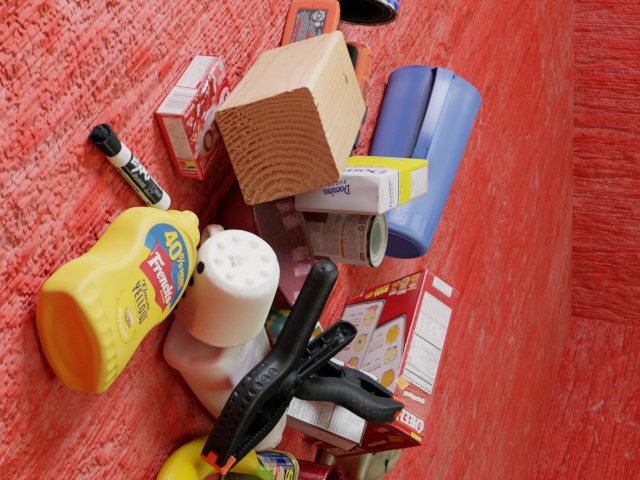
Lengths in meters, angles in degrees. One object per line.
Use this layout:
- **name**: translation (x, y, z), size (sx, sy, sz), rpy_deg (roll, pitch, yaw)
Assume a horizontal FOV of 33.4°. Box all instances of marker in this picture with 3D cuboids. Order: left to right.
- **marker**: translation (-0.152, -0.057, 0.854), size (0.121, 0.020, 0.020), rpy_deg (58, 43, -59)

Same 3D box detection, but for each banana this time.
- **banana**: translation (-0.109, 0.218, 1.004), size (0.037, 0.070, 0.197), rpy_deg (-55, 160, 19)

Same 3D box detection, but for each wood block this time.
- **wood block**: translation (-0.021, -0.119, 0.994), size (0.206, 0.090, 0.091), rpy_deg (-69, 143, -65)

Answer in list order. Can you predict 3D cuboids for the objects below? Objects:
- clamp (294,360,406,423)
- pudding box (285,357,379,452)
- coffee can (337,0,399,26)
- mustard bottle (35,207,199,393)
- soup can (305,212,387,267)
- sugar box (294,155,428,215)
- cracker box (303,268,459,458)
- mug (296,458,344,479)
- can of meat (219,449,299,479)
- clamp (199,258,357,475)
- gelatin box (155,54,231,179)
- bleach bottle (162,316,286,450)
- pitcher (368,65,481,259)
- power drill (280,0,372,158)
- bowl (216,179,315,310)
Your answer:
- **clamp**: translation (0.017, 0.153, 1.175), size (0.171, 0.120, 0.039), rpy_deg (28, 111, -35)
- **pudding box**: translation (0.003, 0.179, 1.225), size (0.039, 0.113, 0.090), rpy_deg (133, -22, -62)
- **coffee can**: translation (0.046, -0.320, 1.176), size (0.102, 0.103, 0.140), rpy_deg (27, 72, -68)
- **mustard bottle**: translation (-0.147, 0.028, 0.842), size (0.191, 0.058, 0.096), rpy_deg (-54, 143, -53)
- **soup can**: translation (0.018, -0.008, 1.209), size (0.068, 0.102, 0.068), rpy_deg (7, 90, -70)
- **sugar box**: translation (0.047, -0.061, 1.128), size (0.176, 0.093, 0.048), rpy_deg (-19, 112, -68)
- **cracker box**: translation (0.079, 0.156, 1.335), size (0.072, 0.164, 0.213), rpy_deg (33, 58, -25)
- **mug**: translation (-0.025, 0.304, 1.226), size (0.093, 0.082, 0.117), rpy_deg (-43, 136, -60)
- **can of meat**: translation (-0.070, 0.274, 1.135), size (0.083, 0.058, 0.102), rpy_deg (28, 70, -65)
- **clamp**: translation (-0.034, 0.128, 1.002), size (0.210, 0.036, 0.164), rpy_deg (-55, 157, -10)
- **gelatin box**: translation (-0.106, -0.110, 0.943), size (0.073, 0.030, 0.089), rpy_deg (77, 28, -43)
- **bleach bottle**: translation (-0.080, 0.145, 1.058), size (0.251, 0.068, 0.102), rpy_deg (74, 30, -51)
- **pitcher**: translation (0.124, -0.107, 1.423), size (0.149, 0.145, 0.242), rpy_deg (37, 63, -43)
- **power drill**: translation (0.006, -0.168, 1.191), size (0.187, 0.057, 0.184), rpy_deg (53, 44, -66)
- **bowl**: translation (-0.057, 0.001, 1.034), size (0.162, 0.055, 0.162), rpy_deg (-17, 90, -76)
